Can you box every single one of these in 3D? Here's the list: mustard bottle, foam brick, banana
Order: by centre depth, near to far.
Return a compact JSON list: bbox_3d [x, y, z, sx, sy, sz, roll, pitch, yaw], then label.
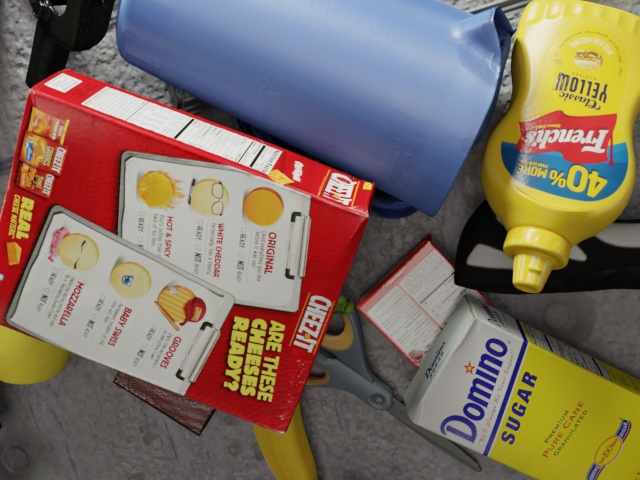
[{"bbox_3d":[0.155,-0.058,0.686,0.096,0.058,0.191,16,74,5],"label":"mustard bottle"},{"bbox_3d":[-0.023,0.113,0.778,0.070,0.037,0.198,29,130,27],"label":"banana"},{"bbox_3d":[-0.106,0.098,0.801,0.078,0.053,0.051,32,104,1],"label":"foam brick"}]

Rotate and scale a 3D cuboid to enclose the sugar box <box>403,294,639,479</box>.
[{"bbox_3d":[0.157,0.118,0.753,0.176,0.048,0.093,24,108,-12],"label":"sugar box"}]

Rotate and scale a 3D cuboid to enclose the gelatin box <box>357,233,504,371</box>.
[{"bbox_3d":[0.083,0.052,0.776,0.073,0.030,0.089,-44,93,13],"label":"gelatin box"}]

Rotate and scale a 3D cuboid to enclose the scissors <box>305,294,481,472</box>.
[{"bbox_3d":[0.044,0.098,0.789,0.202,0.016,0.096,24,121,2],"label":"scissors"}]

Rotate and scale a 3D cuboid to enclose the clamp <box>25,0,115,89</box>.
[{"bbox_3d":[-0.182,-0.173,0.718,0.039,0.172,0.120,-26,96,-32],"label":"clamp"}]

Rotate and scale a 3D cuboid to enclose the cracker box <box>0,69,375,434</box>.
[{"bbox_3d":[-0.092,0.006,0.676,0.213,0.072,0.164,20,114,0],"label":"cracker box"}]

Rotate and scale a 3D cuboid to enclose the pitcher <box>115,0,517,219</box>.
[{"bbox_3d":[-0.007,-0.114,0.704,0.243,0.145,0.149,24,94,2],"label":"pitcher"}]
